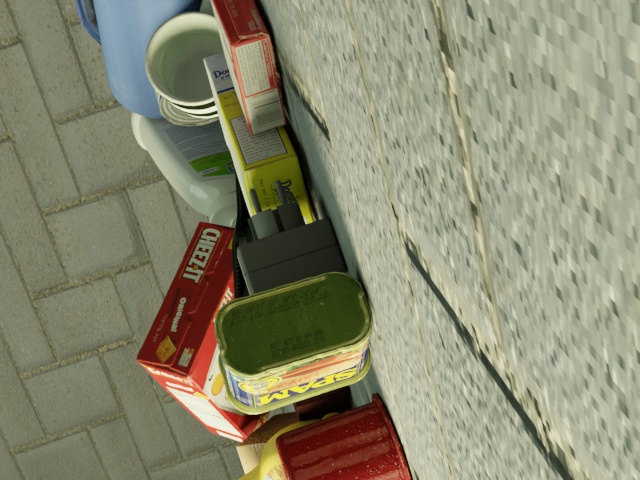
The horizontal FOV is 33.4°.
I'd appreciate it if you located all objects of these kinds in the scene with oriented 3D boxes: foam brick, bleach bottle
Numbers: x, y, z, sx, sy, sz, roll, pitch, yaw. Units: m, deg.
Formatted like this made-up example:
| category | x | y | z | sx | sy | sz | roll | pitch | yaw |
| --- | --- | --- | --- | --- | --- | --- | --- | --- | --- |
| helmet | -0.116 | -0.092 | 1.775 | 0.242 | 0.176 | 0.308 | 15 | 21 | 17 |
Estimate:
| category | x | y | z | sx | sy | sz | roll | pitch | yaw |
| --- | --- | --- | --- | --- | --- | --- | --- | --- | --- |
| foam brick | -0.003 | 0.144 | 1.022 | 0.078 | 0.053 | 0.051 | 83 | 168 | -60 |
| bleach bottle | -0.128 | -0.077 | 1.192 | 0.251 | 0.102 | 0.068 | -124 | 20 | -44 |

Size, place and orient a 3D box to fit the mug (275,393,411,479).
| category | x | y | z | sx | sy | sz | roll | pitch | yaw |
| --- | --- | --- | --- | --- | --- | --- | --- | --- | --- |
| mug | 0.021 | 0.178 | 0.767 | 0.093 | 0.081 | 0.117 | 105 | 147 | -79 |

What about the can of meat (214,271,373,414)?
| category | x | y | z | sx | sy | sz | roll | pitch | yaw |
| --- | --- | --- | --- | --- | --- | --- | --- | --- | --- |
| can of meat | -0.017 | 0.065 | 0.689 | 0.084 | 0.102 | 0.057 | 92 | 160 | -68 |

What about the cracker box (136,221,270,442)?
| category | x | y | z | sx | sy | sz | roll | pitch | yaw |
| --- | --- | --- | --- | --- | --- | --- | --- | --- | --- |
| cracker box | -0.098 | 0.103 | 1.129 | 0.213 | 0.072 | 0.164 | 61 | -134 | -57 |

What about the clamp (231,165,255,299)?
| category | x | y | z | sx | sy | sz | roll | pitch | yaw |
| --- | --- | --- | --- | --- | --- | --- | --- | --- | --- |
| clamp | -0.056 | 0.001 | 0.969 | 0.165 | 0.036 | 0.210 | -119 | 29 | -57 |

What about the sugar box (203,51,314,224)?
| category | x | y | z | sx | sy | sz | roll | pitch | yaw |
| --- | --- | --- | --- | --- | --- | --- | --- | --- | --- |
| sugar box | -0.047 | -0.071 | 0.831 | 0.176 | 0.048 | 0.093 | -109 | 5 | -50 |

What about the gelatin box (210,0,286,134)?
| category | x | y | z | sx | sy | sz | roll | pitch | yaw |
| --- | --- | --- | --- | --- | --- | --- | --- | --- | --- |
| gelatin box | -0.051 | -0.132 | 0.748 | 0.089 | 0.030 | 0.073 | 80 | 172 | -51 |

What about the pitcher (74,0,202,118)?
| category | x | y | z | sx | sy | sz | roll | pitch | yaw |
| --- | --- | --- | --- | --- | --- | --- | --- | --- | --- |
| pitcher | -0.189 | -0.251 | 1.141 | 0.243 | 0.149 | 0.145 | 92 | 164 | -65 |

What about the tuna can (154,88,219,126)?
| category | x | y | z | sx | sy | sz | roll | pitch | yaw |
| --- | --- | --- | --- | --- | --- | --- | --- | --- | --- |
| tuna can | -0.124 | -0.155 | 1.079 | 0.086 | 0.086 | 0.034 | 83 | 169 | -62 |
